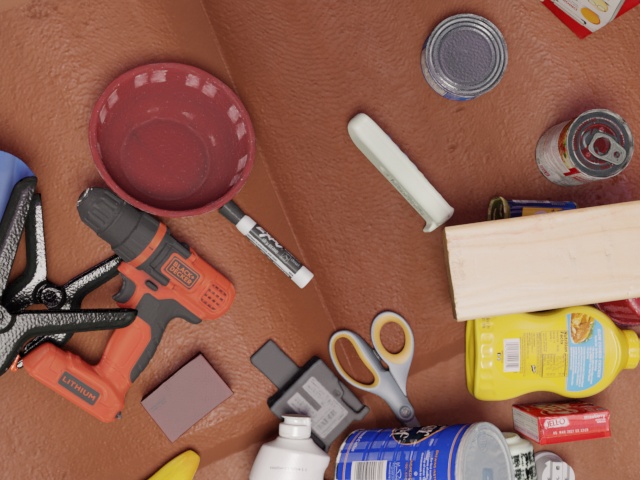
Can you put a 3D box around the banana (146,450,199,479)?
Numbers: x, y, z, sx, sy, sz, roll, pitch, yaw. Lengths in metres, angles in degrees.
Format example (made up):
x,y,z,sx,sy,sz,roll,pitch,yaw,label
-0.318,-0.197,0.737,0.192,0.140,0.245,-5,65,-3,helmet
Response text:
x,y,z,sx,sy,sz,roll,pitch,yaw,label
-0.210,0.263,1.048,0.197,0.037,0.069,-13,91,-6,banana

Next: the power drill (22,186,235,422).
x,y,z,sx,sy,sz,roll,pitch,yaw,label
-0.199,0.065,1.025,0.184,0.057,0.187,40,86,-21,power drill

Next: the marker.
x,y,z,sx,sy,sz,roll,pitch,yaw,label
-0.057,0.001,1.081,0.121,0.020,0.020,42,85,-3,marker

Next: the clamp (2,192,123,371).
x,y,z,sx,sy,sz,roll,pitch,yaw,label
-0.271,0.042,1.046,0.120,0.039,0.171,37,83,-8,clamp

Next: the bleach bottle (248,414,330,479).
x,y,z,sx,sy,sz,roll,pitch,yaw,label
-0.022,0.293,1.015,0.102,0.068,0.251,4,87,-8,bleach bottle

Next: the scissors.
x,y,z,sx,sy,sz,roll,pitch,yaw,label
0.094,0.156,1.094,0.201,0.016,0.096,44,85,-3,scissors

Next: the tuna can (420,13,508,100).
x,y,z,sx,sy,sz,roll,pitch,yaw,label
0.147,-0.188,1.101,0.086,0.034,0.086,0,88,-6,tuna can

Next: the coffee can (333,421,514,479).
x,y,z,sx,sy,sz,roll,pitch,yaw,label
0.098,0.227,1.012,0.141,0.102,0.103,-11,89,36,coffee can

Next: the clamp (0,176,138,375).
x,y,z,sx,sy,sz,roll,pitch,yaw,label
-0.290,0.053,0.948,0.209,0.036,0.164,-31,102,-15,clamp

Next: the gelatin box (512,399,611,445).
x,y,z,sx,sy,sz,roll,pitch,yaw,label
0.241,0.181,1.072,0.073,0.089,0.030,-4,89,-6,gelatin box

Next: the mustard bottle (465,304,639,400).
x,y,z,sx,sy,sz,roll,pitch,yaw,label
0.247,0.112,1.090,0.191,0.058,0.096,0,91,-6,mustard bottle

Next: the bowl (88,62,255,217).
x,y,z,sx,sy,sz,roll,pitch,yaw,label
-0.147,-0.090,1.043,0.162,0.055,0.162,5,70,-16,bowl

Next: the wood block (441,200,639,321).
x,y,z,sx,sy,sz,roll,pitch,yaw,label
0.223,0.019,1.007,0.206,0.091,0.090,-8,86,4,wood block

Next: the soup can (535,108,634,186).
x,y,z,sx,sy,sz,roll,pitch,yaw,label
0.264,-0.091,1.076,0.068,0.102,0.068,0,88,-6,soup can

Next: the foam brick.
x,y,z,sx,sy,sz,roll,pitch,yaw,label
-0.132,0.153,1.053,0.078,0.051,0.053,-38,92,-6,foam brick

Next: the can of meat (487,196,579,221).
x,y,z,sx,sy,sz,roll,pitch,yaw,label
0.218,0.008,1.092,0.084,0.057,0.102,1,88,-8,can of meat
